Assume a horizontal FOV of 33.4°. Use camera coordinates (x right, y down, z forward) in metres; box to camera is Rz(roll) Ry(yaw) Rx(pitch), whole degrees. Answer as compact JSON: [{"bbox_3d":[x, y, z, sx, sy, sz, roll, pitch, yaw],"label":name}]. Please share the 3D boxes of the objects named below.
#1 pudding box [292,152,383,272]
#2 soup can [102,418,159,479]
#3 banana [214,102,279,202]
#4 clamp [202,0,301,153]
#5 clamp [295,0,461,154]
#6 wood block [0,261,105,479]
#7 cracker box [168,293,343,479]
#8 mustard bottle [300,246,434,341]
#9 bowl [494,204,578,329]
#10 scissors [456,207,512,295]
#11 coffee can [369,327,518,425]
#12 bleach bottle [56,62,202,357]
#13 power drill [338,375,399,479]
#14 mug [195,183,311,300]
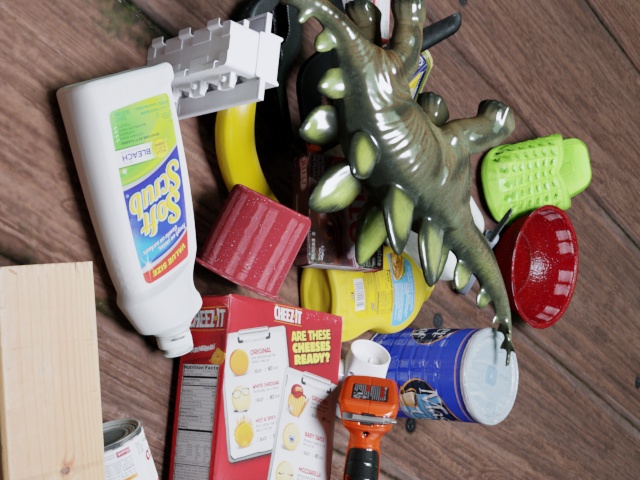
[{"bbox_3d":[0.018,-0.027,1.066,0.089,0.039,0.113,6,82,-30],"label":"pudding box"},{"bbox_3d":[-0.168,0.209,0.893,0.068,0.069,0.102,-27,106,-45],"label":"soup can"},{"bbox_3d":[-0.064,-0.077,1.028,0.069,0.037,0.198,-14,121,-14],"label":"banana"},{"bbox_3d":[-0.065,-0.180,1.059,0.120,0.039,0.171,12,80,-51],"label":"clamp"},{"bbox_3d":[0.045,-0.178,1.083,0.164,0.036,0.210,18,80,-4],"label":"clamp"},{"bbox_3d":[-0.229,0.122,0.818,0.090,0.090,0.206,-2,88,-49],"label":"wood block"},{"bbox_3d":[-0.061,0.168,1.012,0.163,0.072,0.213,16,74,-48],"label":"cracker box"},{"bbox_3d":[0.061,0.055,1.163,0.191,0.058,0.096,-4,89,-47],"label":"mustard bottle"},{"bbox_3d":[0.273,0.032,1.391,0.161,0.055,0.162,-7,100,-46],"label":"bowl"},{"bbox_3d":[0.191,0.017,1.253,0.202,0.016,0.096,70,45,-84],"label":"scissors"},{"bbox_3d":[0.130,0.146,1.170,0.102,0.141,0.103,5,83,-47],"label":"coffee can"},{"bbox_3d":[-0.150,-0.022,0.936,0.102,0.068,0.251,-25,107,-41],"label":"bleach bottle"},{"bbox_3d":[0.041,0.233,1.054,0.184,0.057,0.188,-71,165,-82],"label":"power drill"},{"bbox_3d":[-0.057,0.001,1.002,0.081,0.093,0.117,-63,157,1],"label":"mug"}]
